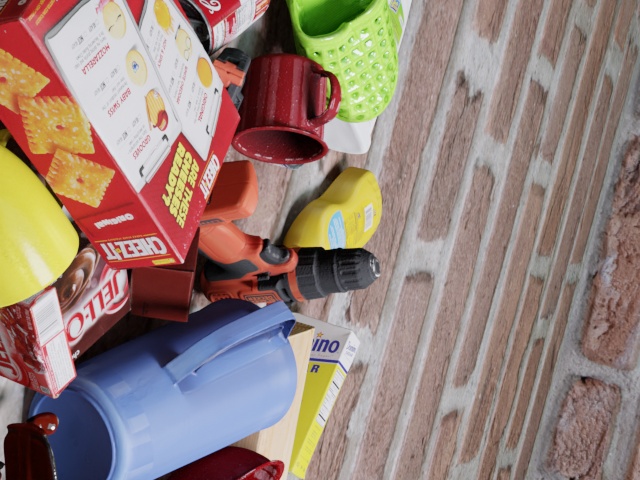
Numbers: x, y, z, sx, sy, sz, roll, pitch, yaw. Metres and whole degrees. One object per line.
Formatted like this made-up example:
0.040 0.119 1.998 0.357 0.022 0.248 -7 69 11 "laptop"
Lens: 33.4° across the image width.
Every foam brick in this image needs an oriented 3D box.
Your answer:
-0.134 0.026 0.920 0.078 0.053 0.051 106 -10 -52 "foam brick"

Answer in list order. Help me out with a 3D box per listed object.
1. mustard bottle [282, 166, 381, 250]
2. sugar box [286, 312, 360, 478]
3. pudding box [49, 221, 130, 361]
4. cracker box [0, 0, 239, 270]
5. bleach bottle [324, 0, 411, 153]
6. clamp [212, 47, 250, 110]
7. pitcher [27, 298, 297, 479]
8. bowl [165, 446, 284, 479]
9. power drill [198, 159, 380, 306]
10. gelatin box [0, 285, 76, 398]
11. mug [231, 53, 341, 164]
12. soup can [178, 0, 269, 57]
0.006 -0.005 1.234 0.191 0.058 0.096 -44 143 -48 "mustard bottle"
-0.031 0.173 1.217 0.176 0.093 0.048 -68 155 -17 "sugar box"
-0.199 0.043 0.849 0.113 0.039 0.090 -45 142 -48 "pudding box"
-0.148 -0.110 0.749 0.164 0.072 0.213 -74 147 -42 "cracker box"
0.059 -0.229 1.217 0.250 0.068 0.102 -67 155 -22 "bleach bottle"
-0.085 -0.127 0.928 0.172 0.039 0.120 132 -27 -67 "clamp"
-0.129 0.132 0.937 0.242 0.145 0.149 -18 113 -58 "pitcher"
-0.111 0.246 1.010 0.162 0.055 0.162 -37 159 -17 "bowl"
-0.056 0.001 0.980 0.187 0.185 0.057 53 36 -50 "power drill"
-0.221 0.066 0.775 0.030 0.073 0.089 -47 144 -44 "gelatin box"
-0.027 -0.129 1.015 0.093 0.117 0.081 20 67 -42 "mug"
-0.094 -0.198 0.900 0.102 0.069 0.068 -49 145 -44 "soup can"
